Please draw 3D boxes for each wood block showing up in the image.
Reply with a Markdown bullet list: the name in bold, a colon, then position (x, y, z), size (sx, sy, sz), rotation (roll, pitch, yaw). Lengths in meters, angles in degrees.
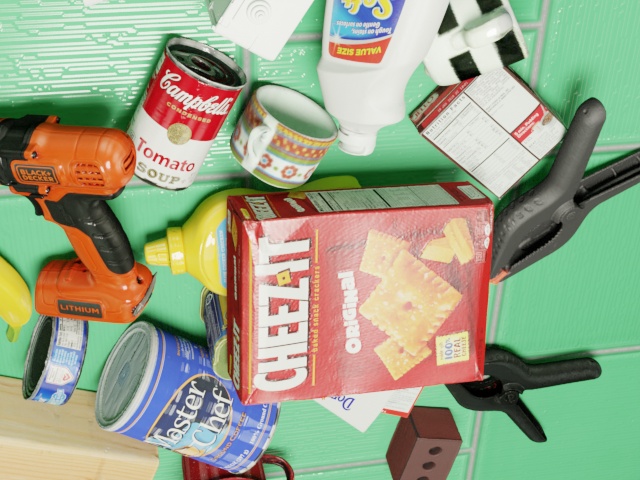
- **wood block**: position (-0.265, 0.194, 0.994), size (0.205, 0.090, 0.091), rotation (14, 119, -21)

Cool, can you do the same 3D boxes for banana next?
- **banana**: position (-0.311, 0.022, 0.896), size (0.070, 0.037, 0.197), rotation (-39, 124, 13)

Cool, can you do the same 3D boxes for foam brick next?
- **foam brick**: position (0.108, 0.219, 1.123), size (0.053, 0.051, 0.078), rotation (6, 123, -17)

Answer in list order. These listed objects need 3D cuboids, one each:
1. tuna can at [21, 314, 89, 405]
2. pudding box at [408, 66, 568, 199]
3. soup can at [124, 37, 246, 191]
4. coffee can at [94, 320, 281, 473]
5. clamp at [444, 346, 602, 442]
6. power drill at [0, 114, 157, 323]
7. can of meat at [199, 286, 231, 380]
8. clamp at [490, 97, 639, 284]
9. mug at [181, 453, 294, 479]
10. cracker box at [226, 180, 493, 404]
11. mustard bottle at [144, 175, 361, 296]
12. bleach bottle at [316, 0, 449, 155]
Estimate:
- **tuna can**: position (-0.233, 0.101, 0.939), size (0.033, 0.086, 0.086), rotation (16, 119, -25)
- **pudding box**: position (0.146, -0.100, 0.917), size (0.113, 0.039, 0.090), rotation (36, 110, -29)
- **soup can**: position (-0.110, -0.098, 0.840), size (0.068, 0.068, 0.102), rotation (19, 119, -24)
- **coffee can**: position (-0.122, 0.146, 0.986), size (0.140, 0.103, 0.103), rotation (26, 115, -28)
- **clamp**: position (0.203, 0.144, 1.100), size (0.171, 0.039, 0.120), rotation (24, 114, -26)
- **power drill**: position (-0.219, -0.017, 0.856), size (0.185, 0.057, 0.187), rotation (6, 136, 18)
- **can of meat**: position (-0.054, 0.080, 0.967), size (0.102, 0.084, 0.057), rotation (0, 124, -13)
- **clamp**: position (0.214, -0.040, 0.957), size (0.210, 0.036, 0.164), rotation (-43, 143, 21)
- **mug**: position (-0.084, 0.241, 1.074), size (0.117, 0.081, 0.093), rotation (-7, 126, -8)
- **cracker box**: position (0.033, 0.043, 0.886), size (0.213, 0.072, 0.164), rotation (-4, 111, -15)
- **mustard bottle**: position (-0.056, 0.001, 0.926), size (0.191, 0.058, 0.096), rotation (-7, 117, -8)
- **bleach bottle**: position (0.053, -0.176, 0.778), size (0.067, 0.103, 0.251), rotation (-31, 139, -48)
